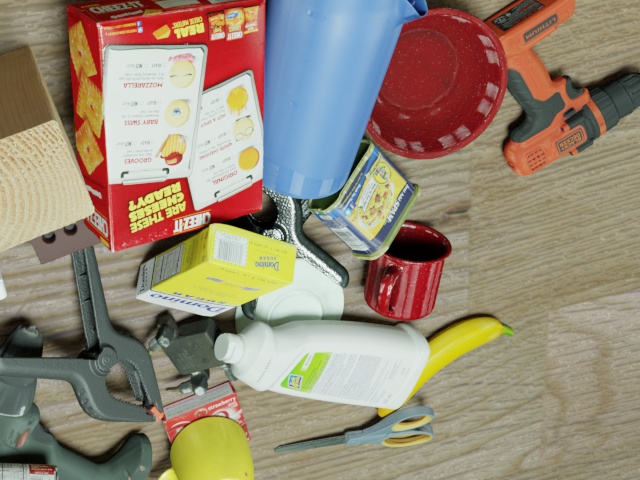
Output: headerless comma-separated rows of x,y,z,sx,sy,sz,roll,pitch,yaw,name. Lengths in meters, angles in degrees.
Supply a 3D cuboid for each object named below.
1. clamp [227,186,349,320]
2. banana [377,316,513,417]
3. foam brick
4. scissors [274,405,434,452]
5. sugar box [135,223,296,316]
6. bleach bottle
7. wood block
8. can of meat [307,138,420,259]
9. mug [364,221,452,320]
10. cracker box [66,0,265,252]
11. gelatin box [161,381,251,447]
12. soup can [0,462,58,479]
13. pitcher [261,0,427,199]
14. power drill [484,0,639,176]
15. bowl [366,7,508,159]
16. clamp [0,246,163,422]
-0.057,0.001,1.124,0.120,0.039,0.171,-29,104,0,clamp
0.147,0.144,1.291,0.197,0.037,0.069,-31,123,-4,banana
-0.248,-0.021,1.046,0.078,0.051,0.053,-22,122,-10,foam brick
0.052,0.230,1.293,0.201,0.016,0.096,3,141,-22,scissors
-0.108,0.034,1.065,0.093,0.177,0.048,17,65,-27,sugar box
-0.001,0.127,1.187,0.250,0.068,0.103,13,110,-35,bleach bottle
-0.265,-0.084,0.916,0.090,0.206,0.090,-23,121,-9,wood block
0.045,-0.045,1.131,0.083,0.058,0.102,43,69,-29,can of meat
0.089,0.040,1.176,0.093,0.117,0.081,16,120,14,mug
-0.136,-0.114,0.966,0.163,0.072,0.214,-17,125,-31,cracker box
-0.131,0.211,1.221,0.089,0.030,0.073,-21,121,-11,gelatin box
-0.319,0.256,1.070,0.102,0.068,0.068,7,113,-19,soup can
-0.009,-0.167,1.008,0.144,0.149,0.243,-1,131,-21,pitcher
0.263,-0.181,1.160,0.184,0.057,0.187,-32,122,-4,power drill
0.108,-0.168,1.103,0.162,0.055,0.162,-6,119,-12,bowl
-0.237,0.125,1.083,0.164,0.036,0.210,-52,125,-34,clamp
